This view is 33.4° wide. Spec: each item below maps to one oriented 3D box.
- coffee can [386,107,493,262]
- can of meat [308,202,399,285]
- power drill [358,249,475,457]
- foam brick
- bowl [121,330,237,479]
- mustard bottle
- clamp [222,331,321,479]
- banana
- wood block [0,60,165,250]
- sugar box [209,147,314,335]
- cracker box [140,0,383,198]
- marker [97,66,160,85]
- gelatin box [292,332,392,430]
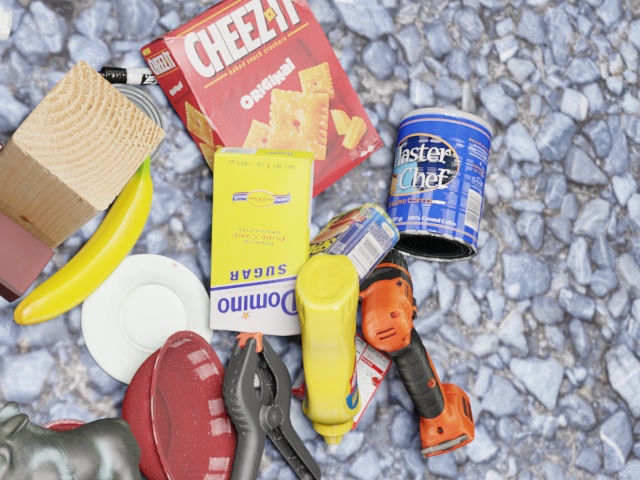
[{"bbox_3d":[0.126,-0.058,1.146,0.102,0.103,0.140,16,74,-23],"label":"coffee can"},{"bbox_3d":[0.023,0.013,1.083,0.057,0.102,0.083,49,62,-13],"label":"can of meat"},{"bbox_3d":[0.095,0.111,1.092,0.057,0.184,0.187,-23,107,15],"label":"power drill"},{"bbox_3d":[-0.289,0.011,0.957,0.078,0.053,0.051,39,66,-16],"label":"foam brick"},{"bbox_3d":[-0.135,0.165,0.976,0.162,0.055,0.162,-12,90,-70],"label":"bowl"},{"bbox_3d":[0.009,0.116,1.014,0.058,0.096,0.192,0,120,4],"label":"mustard bottle"},{"bbox_3d":[-0.060,0.175,1.006,0.120,0.039,0.171,-25,100,-53],"label":"clamp"},{"bbox_3d":[-0.211,0.007,0.993,0.197,0.037,0.069,-57,144,-20],"label":"banana"},{"bbox_3d":[-0.222,-0.064,0.917,0.090,0.206,0.090,41,66,-14],"label":"wood block"},{"bbox_3d":[-0.057,0.001,1.019,0.093,0.048,0.176,4,104,5],"label":"sugar box"},{"bbox_3d":[-0.053,-0.142,1.077,0.164,0.072,0.213,-37,106,-26],"label":"cracker box"},{"bbox_3d":[-0.164,-0.165,1.070,0.120,0.020,0.020,-4,82,-27],"label":"marker"},{"bbox_3d":[0.022,0.139,1.099,0.073,0.030,0.089,38,67,-14],"label":"gelatin box"}]
